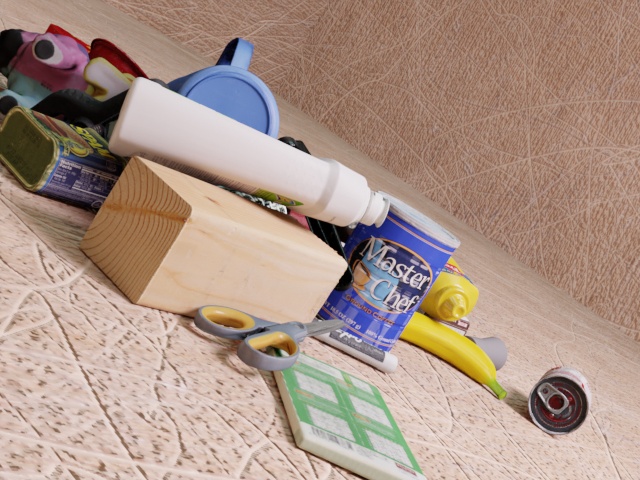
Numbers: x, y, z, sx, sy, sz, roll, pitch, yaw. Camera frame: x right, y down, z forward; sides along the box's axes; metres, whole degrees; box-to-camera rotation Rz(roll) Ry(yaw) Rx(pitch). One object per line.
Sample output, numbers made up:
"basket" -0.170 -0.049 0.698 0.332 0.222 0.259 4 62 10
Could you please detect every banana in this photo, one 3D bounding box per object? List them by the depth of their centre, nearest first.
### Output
"banana" 0.132 0.115 1.230 0.197 0.037 0.070 29 9 -15

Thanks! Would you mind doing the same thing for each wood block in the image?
"wood block" -0.084 0.012 0.900 0.091 0.090 0.205 40 12 37

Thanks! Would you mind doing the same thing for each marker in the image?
"marker" 0.021 0.096 1.019 0.121 0.020 0.020 28 10 -22

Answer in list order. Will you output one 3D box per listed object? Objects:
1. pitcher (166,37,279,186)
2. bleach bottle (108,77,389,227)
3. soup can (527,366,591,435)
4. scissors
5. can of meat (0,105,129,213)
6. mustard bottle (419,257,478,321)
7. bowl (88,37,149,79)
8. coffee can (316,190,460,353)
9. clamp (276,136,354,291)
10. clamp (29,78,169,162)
"pitcher" -0.114 -0.131 1.138 0.243 0.145 0.149 -168 -123 -77
"bleach bottle" -0.059 -0.068 0.953 0.250 0.068 0.103 21 -4 -13
"soup can" 0.282 0.186 1.250 0.068 0.068 0.102 34 9 14
"scissors" -0.041 0.069 0.888 0.096 0.016 0.201 25 11 8
"can of meat" -0.235 -0.073 0.966 0.083 0.057 0.102 18 16 -48
"mustard bottle" 0.140 0.051 1.300 0.096 0.058 0.192 21 14 -16
"bowl" -0.246 -0.165 1.300 0.162 0.055 0.162 41 -21 19
"coffee can" 0.066 0.034 1.117 0.103 0.140 0.103 31 9 -6
"clamp" -0.008 -0.042 1.105 0.210 0.036 0.164 -97 166 -78
"clamp" -0.218 -0.114 1.039 0.172 0.120 0.039 19 12 17
